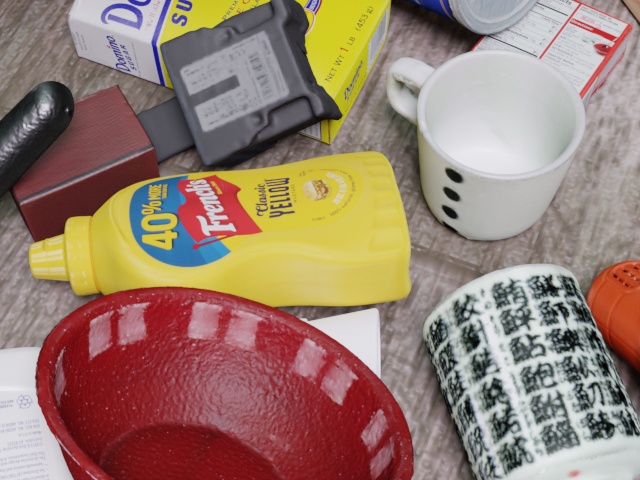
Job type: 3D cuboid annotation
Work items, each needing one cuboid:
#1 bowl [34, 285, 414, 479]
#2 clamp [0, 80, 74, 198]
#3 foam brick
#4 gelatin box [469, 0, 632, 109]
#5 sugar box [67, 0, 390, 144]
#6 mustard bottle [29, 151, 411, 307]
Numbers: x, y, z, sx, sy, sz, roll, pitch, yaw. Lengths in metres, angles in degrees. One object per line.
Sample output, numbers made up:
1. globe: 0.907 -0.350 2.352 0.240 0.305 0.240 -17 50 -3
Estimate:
1. bowl: -0.045 0.087 0.454 0.162 0.055 0.162 17 27 -9
2. clamp: -0.208 0.005 0.536 0.165 0.036 0.210 -3 64 32
3. foam brick: -0.133 -0.038 0.586 0.078 0.053 0.051 -25 61 -17
4. gelatin box: 0.135 -0.110 0.645 0.073 0.030 0.089 29 61 19
5. sugar box: -0.055 -0.131 0.649 0.176 0.048 0.093 21 61 12
6. mustard bottle: -0.054 0.000 0.555 0.191 0.058 0.096 -7 40 -3
